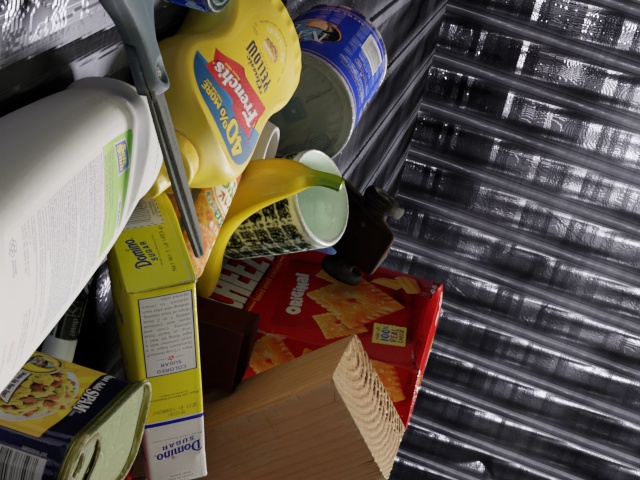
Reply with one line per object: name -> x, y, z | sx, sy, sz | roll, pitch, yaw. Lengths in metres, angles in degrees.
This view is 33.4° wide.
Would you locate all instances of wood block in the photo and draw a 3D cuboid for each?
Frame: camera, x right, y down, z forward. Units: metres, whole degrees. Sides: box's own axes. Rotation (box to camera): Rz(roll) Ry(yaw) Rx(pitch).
wood block -> -0.050, 0.162, 0.834 | 0.091, 0.206, 0.090 | 63, 20, -9

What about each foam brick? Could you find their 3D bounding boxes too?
foam brick -> -0.094, 0.079, 0.852 | 0.051, 0.078, 0.053 | -44, 150, -71

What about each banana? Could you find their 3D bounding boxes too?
banana -> -0.066, -0.013, 0.814 | 0.198, 0.069, 0.037 | -36, -165, 44

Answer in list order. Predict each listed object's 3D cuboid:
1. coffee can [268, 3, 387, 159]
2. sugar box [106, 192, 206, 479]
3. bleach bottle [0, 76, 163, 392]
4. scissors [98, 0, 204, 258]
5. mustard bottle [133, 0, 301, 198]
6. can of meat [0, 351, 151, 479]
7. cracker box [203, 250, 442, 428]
coffee can -> -0.005, -0.137, 0.930 | 0.140, 0.103, 0.103 | -62, 166, -58
sugar box -> -0.104, 0.064, 0.670 | 0.093, 0.048, 0.176 | -117, -156, -47
bleach bottle -> -0.126, -0.011, 0.488 | 0.250, 0.068, 0.103 | -61, 165, -66
scissors -> -0.083, -0.098, 0.524 | 0.096, 0.016, 0.202 | -82, 160, -53
mustard bottle -> -0.072, -0.090, 0.675 | 0.096, 0.058, 0.191 | 67, 31, -32
can of meat -> -0.141, 0.094, 0.518 | 0.102, 0.084, 0.057 | -49, 155, -72
cracker box -> -0.007, 0.071, 0.948 | 0.164, 0.214, 0.072 | -59, 162, -62
